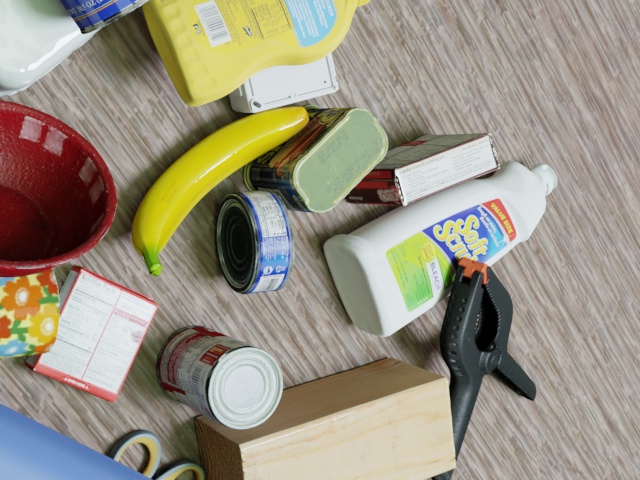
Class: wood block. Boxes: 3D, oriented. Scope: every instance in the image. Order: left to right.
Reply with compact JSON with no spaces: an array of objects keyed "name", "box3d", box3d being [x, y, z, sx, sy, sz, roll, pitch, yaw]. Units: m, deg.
[{"name":"wood block","box3d":[0.006,0.178,0.932,0.205,0.091,0.090,-13,102,-29]}]

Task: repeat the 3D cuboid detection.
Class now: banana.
[{"name":"banana","box3d":[-0.091,-0.049,0.868,0.197,0.070,0.037,-49,152,-23]}]

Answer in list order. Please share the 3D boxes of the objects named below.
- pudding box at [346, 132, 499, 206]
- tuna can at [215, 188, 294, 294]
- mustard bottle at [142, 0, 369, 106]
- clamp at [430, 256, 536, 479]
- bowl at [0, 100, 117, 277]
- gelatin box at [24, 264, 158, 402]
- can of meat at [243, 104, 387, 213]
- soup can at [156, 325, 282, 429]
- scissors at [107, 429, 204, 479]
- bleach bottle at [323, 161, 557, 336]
[{"name":"pudding box","box3d":[0.088,-0.064,0.955,0.113,0.090,0.039,-24,106,-27]},{"name":"tuna can","box3d":[-0.056,0.001,0.880,0.033,0.086,0.086,-6,98,-28]},{"name":"mustard bottle","box3d":[-0.034,-0.180,0.826,0.191,0.058,0.096,-24,89,-17]},{"name":"clamp","box3d":[0.155,0.107,1.007,0.164,0.036,0.210,-26,123,-42]},{"name":"bowl","box3d":[-0.231,-0.027,0.764,0.162,0.055,0.162,16,44,-17]},{"name":"gelatin box","box3d":[-0.181,0.074,0.847,0.073,0.030,0.089,28,81,-28]},{"name":"can of meat","box3d":[-0.003,-0.069,0.905,0.102,0.084,0.057,-46,115,-18]},{"name":"soup can","box3d":[-0.083,0.110,0.865,0.068,0.102,0.068,-3,96,-30]},{"name":"scissors","box3d":[-0.185,0.233,0.869,0.201,0.016,0.096,-33,109,-23]},{"name":"bleach bottle","box3d":[0.126,-0.013,0.999,0.250,0.068,0.102,-32,114,-26]}]
